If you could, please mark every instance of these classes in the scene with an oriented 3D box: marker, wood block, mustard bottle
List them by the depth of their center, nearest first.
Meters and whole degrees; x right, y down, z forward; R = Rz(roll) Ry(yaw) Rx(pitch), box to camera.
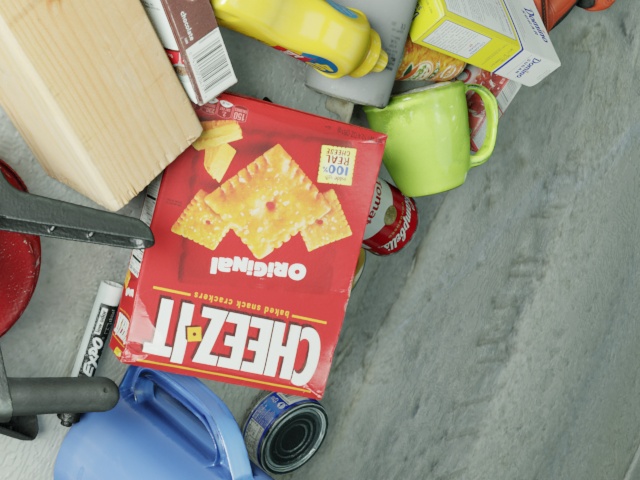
[{"bbox_3d":[-0.167,-0.129,0.680,0.090,0.090,0.206,-46,139,-22],"label":"wood block"},{"bbox_3d":[-0.020,-0.166,0.804,0.191,0.096,0.058,16,99,-41],"label":"mustard bottle"},{"bbox_3d":[-0.182,0.090,0.841,0.020,0.020,0.121,11,101,-52],"label":"marker"}]

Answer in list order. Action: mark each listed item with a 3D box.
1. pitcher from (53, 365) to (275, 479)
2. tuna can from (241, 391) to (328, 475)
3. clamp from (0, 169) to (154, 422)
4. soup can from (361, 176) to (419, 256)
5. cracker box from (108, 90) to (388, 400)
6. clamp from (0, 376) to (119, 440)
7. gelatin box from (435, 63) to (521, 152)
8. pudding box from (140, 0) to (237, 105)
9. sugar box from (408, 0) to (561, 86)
[{"bbox_3d":[-0.093,0.206,0.829,0.145,0.243,0.149,-50,133,-17],"label":"pitcher"},{"bbox_3d":[-0.034,0.187,1.048,0.086,0.034,0.086,-22,129,-31],"label":"tuna can"},{"bbox_3d":[-0.217,-0.004,0.640,0.210,0.036,0.164,39,54,-18],"label":"clamp"},{"bbox_3d":[0.039,-0.031,0.997,0.102,0.069,0.068,27,88,-52],"label":"soup can"},{"bbox_3d":[-0.055,0.001,0.818,0.164,0.072,0.214,13,92,-17],"label":"cracker box"},{"bbox_3d":[-0.228,0.108,0.733,0.171,0.120,0.039,20,50,-52],"label":"clamp"},{"bbox_3d":[0.144,-0.137,1.059,0.089,0.073,0.030,-56,142,-11],"label":"gelatin box"},{"bbox_3d":[-0.112,-0.155,0.729,0.039,0.090,0.113,-40,135,-26],"label":"pudding box"},{"bbox_3d":[0.142,-0.205,0.982,0.175,0.093,0.048,13,142,-44],"label":"sugar box"}]
